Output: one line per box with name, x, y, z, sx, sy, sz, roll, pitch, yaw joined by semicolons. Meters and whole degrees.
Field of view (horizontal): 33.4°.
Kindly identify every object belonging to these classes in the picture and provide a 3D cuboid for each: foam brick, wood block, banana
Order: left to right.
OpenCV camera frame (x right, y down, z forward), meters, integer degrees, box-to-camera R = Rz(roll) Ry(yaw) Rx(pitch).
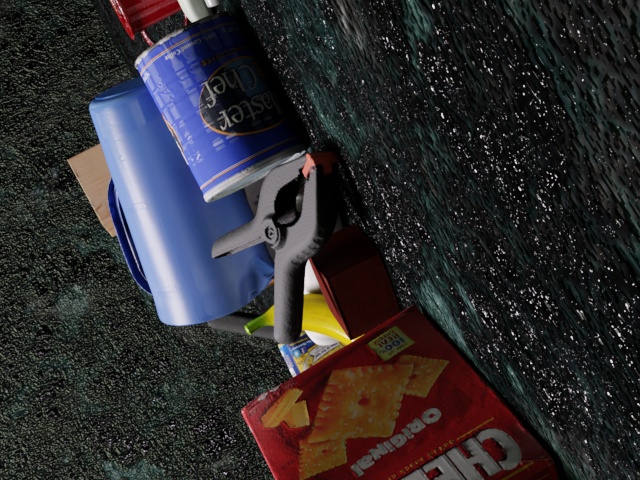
wood block;-0.182;-0.097;1.276;0.091;0.206;0.090;60;173;7
foam brick;0.028;0.035;0.922;0.053;0.051;0.078;54;169;51
banana;0.030;0.093;0.972;0.198;0.069;0.037;21;165;24

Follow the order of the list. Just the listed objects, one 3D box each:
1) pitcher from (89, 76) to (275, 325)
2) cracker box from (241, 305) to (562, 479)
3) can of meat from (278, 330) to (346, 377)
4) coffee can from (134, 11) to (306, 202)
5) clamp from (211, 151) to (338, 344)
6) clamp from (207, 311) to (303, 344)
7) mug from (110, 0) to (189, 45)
pitcher;-0.149;-0.045;1.084;0.145;0.149;0.243;-124;14;-72
cracker box;0.052;0.154;0.757;0.072;0.164;0.214;64;173;-31
can of meat;0.013;0.131;1.182;0.084;0.102;0.057;63;173;7
coffee can;-0.090;-0.119;0.963;0.140;0.102;0.103;62;173;-1
clamp;-0.026;0.003;0.886;0.120;0.039;0.172;53;134;17
clamp;-0.015;0.104;1.306;0.210;0.164;0.036;24;126;42
mug;-0.180;-0.263;1.135;0.117;0.081;0.093;65;172;-25
